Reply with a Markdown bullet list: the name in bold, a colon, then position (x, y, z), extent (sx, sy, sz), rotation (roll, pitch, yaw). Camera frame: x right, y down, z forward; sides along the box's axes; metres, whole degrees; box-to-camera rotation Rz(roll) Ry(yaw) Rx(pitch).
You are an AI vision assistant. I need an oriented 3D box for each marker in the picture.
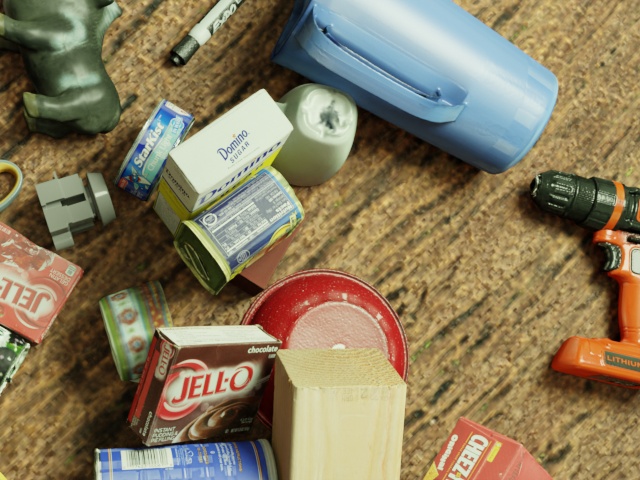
- **marker**: position (-0.095, -0.204, 0.974), extent (0.020, 0.020, 0.121), rotation (41, 75, -4)

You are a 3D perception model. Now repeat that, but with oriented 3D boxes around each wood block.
- **wood block**: position (0.009, 0.199, 0.861), extent (0.090, 0.091, 0.206), rotation (0, 103, -12)

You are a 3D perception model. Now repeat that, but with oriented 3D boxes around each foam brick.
- **foam brick**: position (-0.056, 0.001, 0.933), extent (0.053, 0.051, 0.078), rotation (32, 75, -5)

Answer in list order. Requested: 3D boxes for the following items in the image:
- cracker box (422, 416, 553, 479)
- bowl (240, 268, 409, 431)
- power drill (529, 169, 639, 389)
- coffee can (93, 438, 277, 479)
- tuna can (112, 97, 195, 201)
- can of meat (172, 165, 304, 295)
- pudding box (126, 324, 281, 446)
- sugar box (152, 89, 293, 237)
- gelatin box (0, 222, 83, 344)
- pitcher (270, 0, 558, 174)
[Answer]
- **cracker box**: position (0.140, 0.266, 0.869), extent (0.164, 0.072, 0.213), rotation (-56, 133, -14)
- **bowl**: position (0.009, 0.101, 0.931), extent (0.162, 0.055, 0.162), rotation (2, 80, -13)
- **power drill**: position (0.270, 0.036, 0.999), extent (0.184, 0.057, 0.187), rotation (15, 78, -10)
- **coffee can**: position (-0.110, 0.216, 0.860), extent (0.140, 0.103, 0.103), rotation (-1, 81, -13)
- **tuna can**: position (-0.141, -0.076, 0.908), extent (0.033, 0.086, 0.086), rotation (30, 76, -8)
- **can of meat**: position (-0.065, -0.008, 0.853), extent (0.083, 0.102, 0.057), rotation (-38, 88, -18)
- **pudding box**: position (-0.094, 0.116, 0.871), extent (0.113, 0.039, 0.090), rotation (1, 116, -47)
- **sugar box**: position (-0.083, -0.056, 0.871), extent (0.093, 0.176, 0.048), rotation (-37, 91, -16)
- **gelatin box**: position (-0.255, 0.035, 0.893), extent (0.089, 0.030, 0.073), rotation (31, 76, -6)
- **pitcher**: position (0.085, -0.155, 0.947), extent (0.242, 0.145, 0.149), rotation (29, 73, -10)
